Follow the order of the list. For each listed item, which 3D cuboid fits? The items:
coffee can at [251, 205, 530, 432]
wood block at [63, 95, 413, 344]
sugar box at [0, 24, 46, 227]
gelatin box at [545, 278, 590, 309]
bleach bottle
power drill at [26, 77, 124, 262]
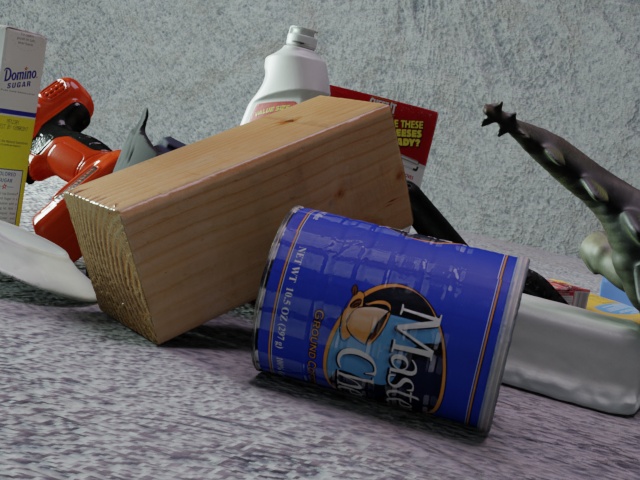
[{"bbox_3d":[0.042,0.044,0.625,0.140,0.103,0.102,13,5,11],"label":"coffee can"},{"bbox_3d":[-0.050,-0.022,0.712,0.205,0.090,0.091,-25,24,-28],"label":"wood block"},{"bbox_3d":[-0.268,-0.081,0.836,0.093,0.176,0.048,16,6,37],"label":"sugar box"},{"bbox_3d":[0.197,0.048,0.982,0.073,0.030,0.089,16,6,35],"label":"gelatin box"},{"bbox_3d":[-0.050,-0.093,1.091,0.103,0.251,0.068,16,6,32],"label":"bleach bottle"},{"bbox_3d":[-0.244,-0.053,0.912,0.188,0.184,0.057,36,-19,41],"label":"power drill"}]
